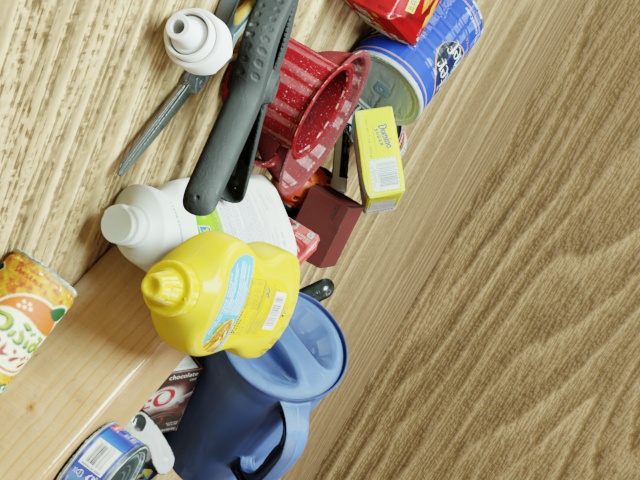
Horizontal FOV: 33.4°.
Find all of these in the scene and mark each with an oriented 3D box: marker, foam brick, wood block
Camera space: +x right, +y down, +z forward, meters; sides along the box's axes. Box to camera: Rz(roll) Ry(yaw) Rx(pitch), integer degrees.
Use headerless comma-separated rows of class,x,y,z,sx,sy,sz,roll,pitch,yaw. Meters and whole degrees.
marker,0.025,-0.114,1.211,0.020,0.020,0.121,49,46,-78
foam brick,0.003,-0.015,1.171,0.078,0.053,0.051,-63,163,12
wood block,-0.197,0.117,0.856,0.205,0.090,0.091,-51,167,-31

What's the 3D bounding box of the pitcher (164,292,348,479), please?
pitcher,-0.077,0.172,1.104,0.149,0.145,0.243,-48,173,-45

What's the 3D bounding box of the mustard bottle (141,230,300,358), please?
mustard bottle,-0.081,0.042,0.823,0.096,0.058,0.191,-67,158,3

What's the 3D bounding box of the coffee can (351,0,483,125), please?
coffee can,0.103,-0.212,1.190,0.140,0.103,0.103,-52,167,-26

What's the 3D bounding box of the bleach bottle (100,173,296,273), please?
bleach bottle,-0.106,-0.015,0.908,0.068,0.102,0.250,-28,168,20

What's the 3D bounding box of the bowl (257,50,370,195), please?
bowl,-0.016,-0.125,1.038,0.162,0.055,0.162,-56,170,-16

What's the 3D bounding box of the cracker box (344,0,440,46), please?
cracker box,0.107,-0.306,1.039,0.214,0.072,0.164,-60,169,7

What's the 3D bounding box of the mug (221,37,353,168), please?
mug,-0.036,-0.119,0.914,0.117,0.081,0.093,-59,168,8

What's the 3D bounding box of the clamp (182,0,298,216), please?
clamp,-0.053,-0.114,0.802,0.164,0.036,0.210,-66,175,-76

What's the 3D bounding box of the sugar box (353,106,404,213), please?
sugar box,0.063,-0.085,1.180,0.176,0.048,0.093,45,37,-85

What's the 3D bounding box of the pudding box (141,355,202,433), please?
pudding box,-0.181,0.152,1.034,0.113,0.039,0.090,-7,135,-40

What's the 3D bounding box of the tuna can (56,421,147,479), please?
tuna can,-0.172,0.185,0.826,0.086,0.034,0.086,-53,169,-16

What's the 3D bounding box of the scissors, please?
scissors,-0.090,-0.139,0.805,0.201,0.016,0.096,-51,165,-32
